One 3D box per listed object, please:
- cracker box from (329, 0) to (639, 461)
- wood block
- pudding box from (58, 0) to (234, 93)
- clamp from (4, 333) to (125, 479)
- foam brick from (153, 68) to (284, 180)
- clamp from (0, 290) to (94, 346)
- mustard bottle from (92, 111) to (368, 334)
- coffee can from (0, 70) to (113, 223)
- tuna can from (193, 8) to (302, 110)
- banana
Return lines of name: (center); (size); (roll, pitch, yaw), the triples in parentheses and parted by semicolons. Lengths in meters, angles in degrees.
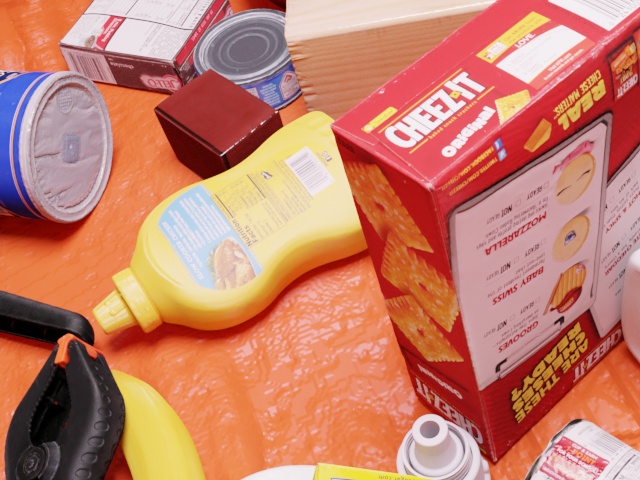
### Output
cracker box: (0.105, -0.015, 0.527); (0.164, 0.213, 0.072); (-39, 50, -17)
wood block: (0.087, -0.148, 0.726); (0.206, 0.091, 0.090); (-7, 49, 10)
pudding box: (-0.136, -0.164, 0.840); (0.114, 0.039, 0.090); (13, 56, 23)
clamp: (-0.152, 0.135, 0.579); (0.120, 0.039, 0.171); (-22, 45, 19)
foam brick: (-0.066, -0.072, 0.733); (0.051, 0.053, 0.078); (-41, 53, -18)
clamp: (-0.259, 0.052, 0.696); (0.164, 0.036, 0.210); (-36, 49, -15)
mustard bottle: (-0.054, 0.001, 0.664); (0.191, 0.058, 0.096); (-31, 61, -11)
coffee can: (-0.232, -0.068, 0.745); (0.140, 0.103, 0.102); (5, 53, 20)
tuna can: (-0.050, -0.133, 0.791); (0.086, 0.033, 0.086); (-8, 49, 10)
banana: (-0.091, 0.145, 0.570); (0.069, 0.037, 0.198); (-13, 49, 5)
